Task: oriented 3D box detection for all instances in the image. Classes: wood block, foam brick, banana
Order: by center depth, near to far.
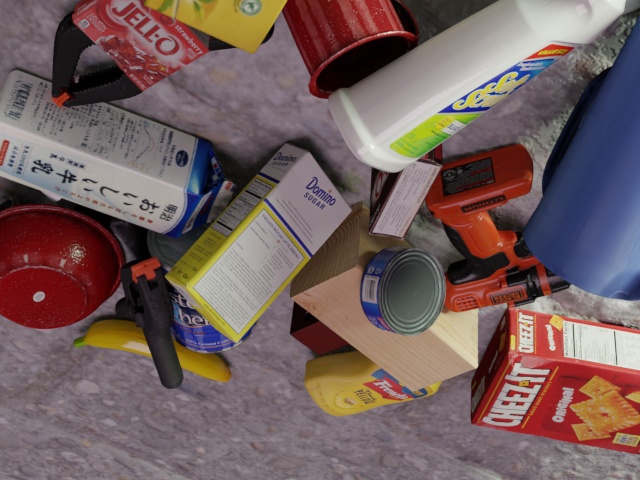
[{"bbox_3d":[0.072,0.064,1.130,0.091,0.090,0.205,-26,130,33],"label":"wood block"},{"bbox_3d":[0.005,0.075,1.163,0.053,0.078,0.051,-25,132,33],"label":"foam brick"},{"bbox_3d":[-0.198,0.130,1.295,0.197,0.037,0.070,16,157,-9],"label":"banana"}]

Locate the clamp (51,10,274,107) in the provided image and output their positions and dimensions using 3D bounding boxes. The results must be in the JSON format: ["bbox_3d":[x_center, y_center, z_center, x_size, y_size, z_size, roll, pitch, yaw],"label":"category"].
[{"bbox_3d":[-0.167,-0.185,0.909,0.210,0.036,0.164,-25,129,28],"label":"clamp"}]

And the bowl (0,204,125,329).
[{"bbox_3d":[-0.282,0.040,1.085,0.162,0.055,0.162,-3,133,-3],"label":"bowl"}]

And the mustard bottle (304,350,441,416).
[{"bbox_3d":[0.084,0.158,1.264,0.192,0.058,0.096,-17,136,26],"label":"mustard bottle"}]

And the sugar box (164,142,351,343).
[{"bbox_3d":[-0.057,0.001,1.022,0.048,0.176,0.093,24,159,47],"label":"sugar box"}]

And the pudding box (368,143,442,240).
[{"bbox_3d":[0.077,-0.069,0.969,0.039,0.090,0.114,12,141,-7],"label":"pudding box"}]

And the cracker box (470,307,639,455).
[{"bbox_3d":[0.297,0.167,1.233,0.213,0.072,0.164,10,140,-2],"label":"cracker box"}]

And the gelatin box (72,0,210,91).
[{"bbox_3d":[-0.145,-0.174,0.871,0.073,0.030,0.089,-26,130,23],"label":"gelatin box"}]

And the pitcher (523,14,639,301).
[{"bbox_3d":[0.266,-0.083,0.865,0.149,0.144,0.243,29,118,17],"label":"pitcher"}]

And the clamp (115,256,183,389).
[{"bbox_3d":[-0.172,0.080,1.089,0.120,0.039,0.172,50,156,14],"label":"clamp"}]

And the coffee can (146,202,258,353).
[{"bbox_3d":[-0.120,0.037,1.116,0.103,0.102,0.140,3,140,5],"label":"coffee can"}]

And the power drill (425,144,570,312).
[{"bbox_3d":[0.191,-0.007,1.049,0.184,0.057,0.187,-16,134,13],"label":"power drill"}]

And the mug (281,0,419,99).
[{"bbox_3d":[0.028,-0.173,0.848,0.117,0.081,0.093,-13,162,-32],"label":"mug"}]

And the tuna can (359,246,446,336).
[{"bbox_3d":[0.080,0.048,1.037,0.086,0.086,0.034,39,162,-33],"label":"tuna can"}]

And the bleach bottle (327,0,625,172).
[{"bbox_3d":[0.133,-0.145,0.822,0.251,0.068,0.102,-32,162,21],"label":"bleach bottle"}]
